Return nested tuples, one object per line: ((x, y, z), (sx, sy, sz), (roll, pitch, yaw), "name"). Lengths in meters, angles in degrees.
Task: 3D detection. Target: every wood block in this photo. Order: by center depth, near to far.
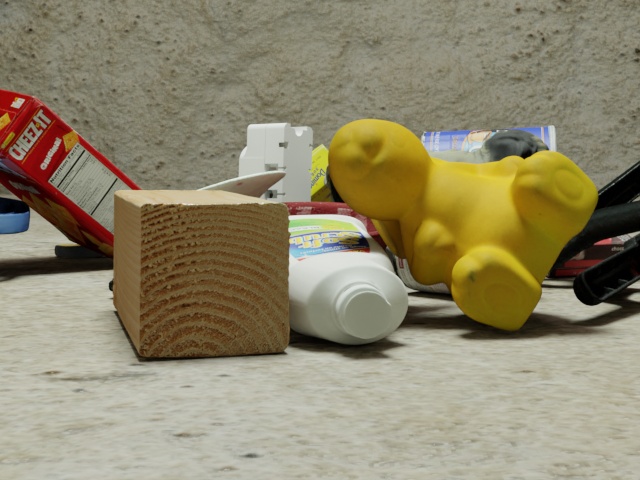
((-0.087, 0.015, 0.714), (0.090, 0.091, 0.206), (-1, 4, -15), "wood block")

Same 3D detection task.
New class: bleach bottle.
((0.012, 0.028, 0.737), (0.102, 0.068, 0.251), (-1, 7, -11), "bleach bottle")

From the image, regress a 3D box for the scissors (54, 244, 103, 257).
((-0.221, 0.012, 1.199), (0.096, 0.016, 0.202), (-7, 8, -44), "scissors")

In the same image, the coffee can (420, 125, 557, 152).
((0.181, -0.069, 1.145), (0.140, 0.103, 0.102), (-1, 5, 11), "coffee can")

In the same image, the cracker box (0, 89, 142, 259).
((-0.276, -0.066, 1.102), (0.164, 0.072, 0.213), (17, -21, 47), "cracker box")

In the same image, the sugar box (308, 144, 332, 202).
((-0.011, -0.049, 1.265), (0.093, 0.048, 0.176), (-39, -13, -1), "sugar box")
